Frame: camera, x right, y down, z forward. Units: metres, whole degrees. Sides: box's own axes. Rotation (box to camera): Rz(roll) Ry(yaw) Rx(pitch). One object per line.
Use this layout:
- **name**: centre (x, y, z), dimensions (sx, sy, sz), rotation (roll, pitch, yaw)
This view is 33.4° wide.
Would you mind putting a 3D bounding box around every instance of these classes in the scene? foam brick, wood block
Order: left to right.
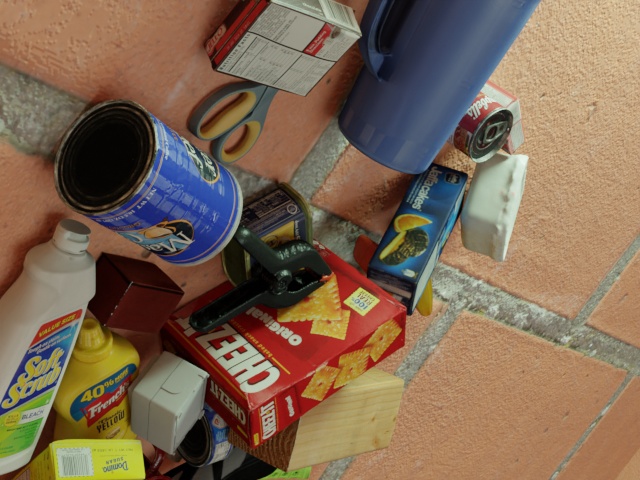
- **foam brick**: centre (-0.182, 0.051, 1.027), dimensions (0.078, 0.053, 0.051), rotation (17, 110, -54)
- **wood block**: centre (0.000, 0.197, 1.238), dimensions (0.205, 0.091, 0.090), rotation (2, 103, -54)

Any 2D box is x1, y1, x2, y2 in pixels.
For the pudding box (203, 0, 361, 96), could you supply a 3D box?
- **pudding box**: centre (-0.033, -0.178, 0.943), dimensions (0.113, 0.039, 0.090), rotation (12, 137, -41)

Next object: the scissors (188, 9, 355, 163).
- **scissors**: centre (-0.041, -0.142, 1.031), dimensions (0.201, 0.016, 0.096), rotation (-34, 146, -24)

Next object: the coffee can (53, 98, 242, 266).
- **coffee can**: centre (-0.145, -0.046, 0.922), dimensions (0.103, 0.103, 0.140), rotation (-51, 148, 2)

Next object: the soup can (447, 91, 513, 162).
- **soup can**: centre (0.154, -0.141, 1.187), dimensions (0.068, 0.102, 0.068), rotation (-31, 143, -27)

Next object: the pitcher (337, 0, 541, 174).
- **pitcher**: centre (0.109, -0.194, 1.065), dimensions (0.243, 0.149, 0.145), rotation (-60, -179, 22)

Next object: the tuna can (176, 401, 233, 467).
- **tuna can**: centre (-0.137, 0.214, 1.219), dimensions (0.033, 0.086, 0.086), rotation (-13, 133, -41)

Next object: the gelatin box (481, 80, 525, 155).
- **gelatin box**: centre (0.203, -0.150, 1.264), dimensions (0.030, 0.073, 0.089), rotation (-43, 148, -11)

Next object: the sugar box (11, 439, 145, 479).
- **sugar box**: centre (-0.253, 0.247, 1.061), dimensions (0.093, 0.048, 0.177), rotation (7, 146, -33)

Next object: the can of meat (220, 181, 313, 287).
- **can of meat**: centre (-0.057, 0.001, 1.122), dimensions (0.083, 0.057, 0.102), rotation (-30, 142, -24)

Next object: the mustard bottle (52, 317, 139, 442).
- **mustard bottle**: centre (-0.224, 0.144, 1.060), dimensions (0.096, 0.058, 0.192), rotation (-30, 145, -31)

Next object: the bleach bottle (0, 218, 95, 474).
- **bleach bottle**: centre (-0.269, 0.095, 0.958), dimensions (0.102, 0.068, 0.251), rotation (-5, 125, -56)

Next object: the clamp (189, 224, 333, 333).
- **clamp**: centre (-0.058, 0.044, 1.081), dimensions (0.171, 0.039, 0.120), rotation (11, 121, -50)

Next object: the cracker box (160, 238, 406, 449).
- **cracker box**: centre (-0.039, 0.099, 1.143), dimensions (0.213, 0.164, 0.072), rotation (-30, 139, -28)
